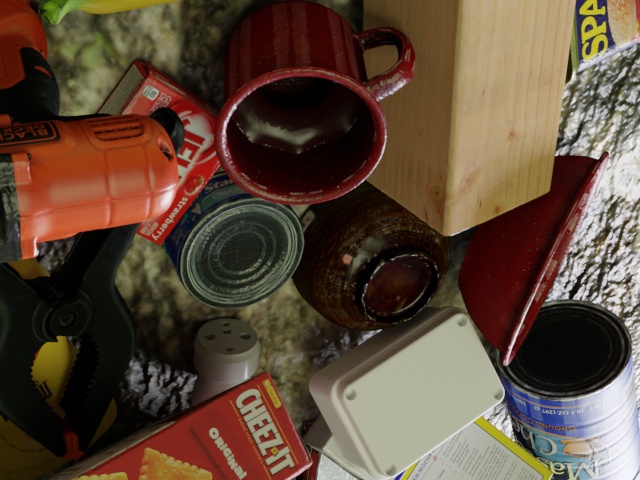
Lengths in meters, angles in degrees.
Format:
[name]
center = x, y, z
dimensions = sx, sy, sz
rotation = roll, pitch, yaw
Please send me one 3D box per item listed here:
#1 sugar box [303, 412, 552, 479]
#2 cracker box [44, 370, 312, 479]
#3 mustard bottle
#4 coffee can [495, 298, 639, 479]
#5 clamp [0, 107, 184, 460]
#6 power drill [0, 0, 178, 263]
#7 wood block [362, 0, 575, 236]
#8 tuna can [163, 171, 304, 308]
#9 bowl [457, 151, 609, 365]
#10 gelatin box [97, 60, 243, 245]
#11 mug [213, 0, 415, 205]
[sugar box]
center = 0.082, 0.161, 0.799
dimensions = 0.176, 0.048, 0.093
rotation = 39, 77, -16
[cracker box]
center = -0.133, 0.166, 0.630
dimensions = 0.213, 0.072, 0.164
rotation = -25, 176, -37
[mustard bottle]
center = -0.195, 0.059, 0.630
dimensions = 0.096, 0.058, 0.191
rotation = -28, 130, -15
[coffee can]
center = 0.201, 0.132, 0.852
dimensions = 0.102, 0.103, 0.140
rotation = -26, 130, -9
[clamp]
center = -0.140, 0.029, 0.592
dimensions = 0.164, 0.036, 0.210
rotation = -23, 127, -28
[power drill]
center = -0.176, -0.052, 0.480
dimensions = 0.184, 0.188, 0.057
rotation = -9, 126, -23
[wood block]
center = 0.084, -0.121, 0.619
dimensions = 0.090, 0.091, 0.206
rotation = -22, 130, -28
[tuna can]
center = -0.054, 0.001, 0.678
dimensions = 0.086, 0.034, 0.086
rotation = -13, 127, -19
[bowl]
center = 0.139, 0.003, 0.734
dimensions = 0.162, 0.055, 0.162
rotation = -56, 163, -27
[gelatin box]
center = -0.100, -0.050, 0.623
dimensions = 0.073, 0.030, 0.089
rotation = 30, 106, -38
[mug]
center = -0.003, -0.085, 0.595
dimensions = 0.117, 0.081, 0.093
rotation = -24, 131, 17
